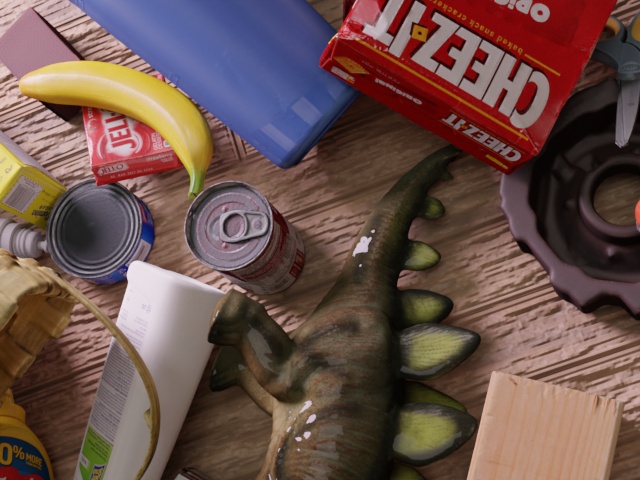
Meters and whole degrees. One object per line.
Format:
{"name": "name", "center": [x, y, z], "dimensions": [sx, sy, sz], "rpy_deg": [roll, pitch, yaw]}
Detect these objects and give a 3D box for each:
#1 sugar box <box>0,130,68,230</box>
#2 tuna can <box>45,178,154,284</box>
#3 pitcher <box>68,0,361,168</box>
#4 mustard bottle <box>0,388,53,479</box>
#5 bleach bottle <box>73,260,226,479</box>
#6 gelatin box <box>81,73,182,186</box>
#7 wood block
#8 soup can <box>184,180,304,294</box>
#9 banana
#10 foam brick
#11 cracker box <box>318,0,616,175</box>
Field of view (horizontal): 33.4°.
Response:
{"name": "sugar box", "center": [-0.297, -0.084, 0.910], "dimensions": [0.176, 0.093, 0.048], "rpy_deg": [37, 87, 20]}
{"name": "tuna can", "center": [-0.183, -0.007, 0.892], "dimensions": [0.086, 0.033, 0.086], "rpy_deg": [-3, 75, 13]}
{"name": "pitcher", "center": [-0.083, -0.169, 0.839], "dimensions": [0.243, 0.149, 0.145], "rpy_deg": [42, 116, -3]}
{"name": "mustard bottle", "center": [-0.249, 0.200, 0.819], "dimensions": [0.058, 0.096, 0.191], "rpy_deg": [-33, 49, 28]}
{"name": "bleach bottle", "center": [-0.148, 0.147, 0.823], "dimensions": [0.068, 0.103, 0.251], "rpy_deg": [20, 88, -27]}
{"name": "gelatin box", "center": [-0.159, -0.094, 0.890], "dimensions": [0.073, 0.030, 0.089], "rpy_deg": [-12, 57, -4]}
{"name": "wood block", "center": [0.140, 0.203, 0.729], "dimensions": [0.091, 0.090, 0.206], "rpy_deg": [13, 79, 16]}
{"name": "soup can", "center": [-0.055, 0.001, 0.822], "dimensions": [0.068, 0.102, 0.068], "rpy_deg": [-3, 75, 13]}
{"name": "banana", "center": [-0.154, -0.106, 0.857], "dimensions": [0.198, 0.037, 0.069], "rpy_deg": [31, 64, 22]}
{"name": "foam brick", "center": [-0.238, -0.153, 0.934], "dimensions": [0.053, 0.051, 0.078], "rpy_deg": [-44, 70, 1]}
{"name": "cracker box", "center": [0.123, -0.182, 0.767], "dimensions": [0.164, 0.072, 0.213], "rpy_deg": [29, 77, -3]}
